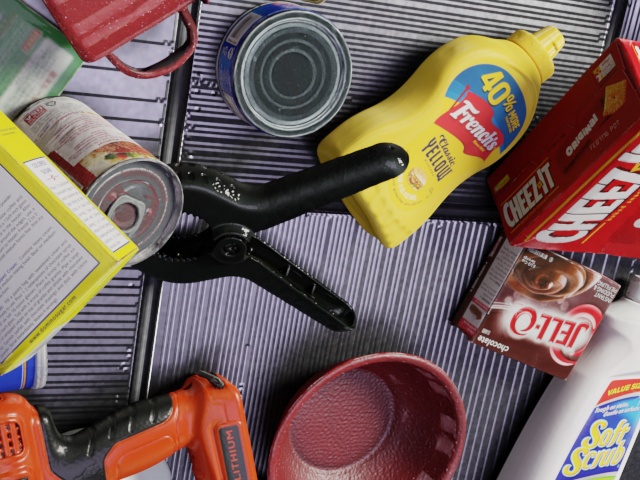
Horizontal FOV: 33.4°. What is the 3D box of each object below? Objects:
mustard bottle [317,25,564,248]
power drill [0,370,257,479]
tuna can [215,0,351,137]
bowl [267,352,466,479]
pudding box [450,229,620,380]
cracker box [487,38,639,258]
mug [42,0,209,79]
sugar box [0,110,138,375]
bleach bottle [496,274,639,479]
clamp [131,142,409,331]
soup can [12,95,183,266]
[{"bbox_3d":[0.094,-0.086,0.747,0.191,0.058,0.096,-39,128,-7],"label":"mustard bottle"},{"bbox_3d":[-0.136,0.176,0.717,0.187,0.057,0.184,-13,100,-28],"label":"power drill"},{"bbox_3d":[-0.023,-0.111,0.700,0.086,0.034,0.086,-8,112,-21],"label":"tuna can"},{"bbox_3d":[0.027,0.148,0.806,0.161,0.055,0.162,-8,112,-21],"label":"bowl"},{"bbox_3d":[0.171,0.052,0.844,0.113,0.039,0.090,23,99,-29],"label":"pudding box"},{"bbox_3d":[0.259,-0.054,0.780,0.213,0.072,0.164,4,145,-26],"label":"cracker box"},{"bbox_3d":[-0.117,-0.146,0.615,0.081,0.093,0.117,-33,121,-5],"label":"mug"},{"bbox_3d":[-0.191,-0.024,0.556,0.093,0.048,0.176,-43,91,12],"label":"sugar box"},{"bbox_3d":[0.219,0.147,0.890,0.102,0.068,0.251,17,99,-29],"label":"bleach bottle"},{"bbox_3d":[-0.055,0.001,0.705,0.210,0.036,0.165,1,133,-5],"label":"clamp"},{"bbox_3d":[-0.137,-0.037,0.629,0.068,0.102,0.068,-24,131,-31],"label":"soup can"}]
